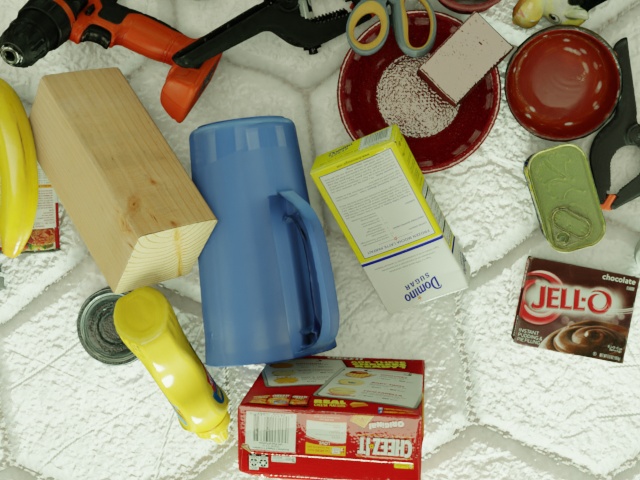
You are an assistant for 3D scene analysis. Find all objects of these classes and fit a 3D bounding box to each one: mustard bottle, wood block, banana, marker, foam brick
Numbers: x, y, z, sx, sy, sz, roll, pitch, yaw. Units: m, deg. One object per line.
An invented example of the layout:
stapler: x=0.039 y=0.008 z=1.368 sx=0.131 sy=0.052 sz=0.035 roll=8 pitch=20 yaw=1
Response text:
mustard bottle: x=-0.141 y=0.140 z=1.091 sx=0.058 sy=0.096 sz=0.191 roll=-32 pitch=124 yaw=-9
wood block: x=-0.199 y=-0.063 z=1.043 sx=0.206 sy=0.090 sz=0.091 roll=55 pitch=137 yaw=23
banana: x=-0.312 y=-0.084 z=1.064 sx=0.070 sy=0.037 sz=0.198 roll=-16 pitch=88 yaw=40
marker: x=-0.020 y=-0.250 z=1.094 sx=0.020 sy=0.020 sz=0.121 roll=-12 pitch=93 yaw=7
foam brick: x=0.136 y=-0.170 z=1.012 sx=0.051 sy=0.053 sz=0.078 roll=45 pitch=97 yaw=0

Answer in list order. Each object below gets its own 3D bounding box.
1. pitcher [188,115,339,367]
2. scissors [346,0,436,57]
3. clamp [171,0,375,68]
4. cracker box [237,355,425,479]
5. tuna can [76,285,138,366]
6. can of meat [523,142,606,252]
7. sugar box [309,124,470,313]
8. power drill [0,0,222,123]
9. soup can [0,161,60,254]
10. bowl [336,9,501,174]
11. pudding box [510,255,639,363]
pitcher: x=-0.057 y=0.001 z=1.061 sx=0.149 sy=0.145 sz=0.243 roll=-7 pitch=91 yaw=9
scissors: x=0.056 y=-0.261 z=1.050 sx=0.096 sy=0.016 sz=0.202 roll=-19 pitch=67 yaw=5
clamp: x=-0.044 y=-0.230 z=1.039 sx=0.209 sy=0.036 sz=0.165 roll=10 pitch=105 yaw=-30
cracker box: x=0.018 y=0.167 z=1.027 sx=0.164 sy=0.213 sz=0.072 roll=2 pitch=96 yaw=6
tuna can: x=-0.215 y=0.090 z=1.135 sx=0.086 sy=0.033 sz=0.086 roll=0 pitch=95 yaw=6
can of meat: x=0.237 y=-0.043 z=1.052 sx=0.057 sy=0.084 sz=0.102 roll=-17 pitch=93 yaw=7
sugar box: x=0.072 y=-0.018 z=1.057 sx=0.093 sy=0.048 sz=0.176 roll=-20 pitch=116 yaw=21
power drill: x=-0.200 y=-0.192 z=1.050 sx=0.187 sy=0.184 sz=0.057 roll=29 pitch=133 yaw=-4
soup can: x=-0.308 y=-0.038 z=1.117 sx=0.068 sy=0.068 sz=0.102 roll=0 pitch=94 yaw=6
bowl: x=0.098 y=-0.147 z=1.072 sx=0.162 sy=0.055 sz=0.162 roll=0 pitch=95 yaw=6
pudding box: x=0.257 y=0.069 z=1.082 sx=0.113 sy=0.039 sz=0.090 roll=10 pitch=95 yaw=5
